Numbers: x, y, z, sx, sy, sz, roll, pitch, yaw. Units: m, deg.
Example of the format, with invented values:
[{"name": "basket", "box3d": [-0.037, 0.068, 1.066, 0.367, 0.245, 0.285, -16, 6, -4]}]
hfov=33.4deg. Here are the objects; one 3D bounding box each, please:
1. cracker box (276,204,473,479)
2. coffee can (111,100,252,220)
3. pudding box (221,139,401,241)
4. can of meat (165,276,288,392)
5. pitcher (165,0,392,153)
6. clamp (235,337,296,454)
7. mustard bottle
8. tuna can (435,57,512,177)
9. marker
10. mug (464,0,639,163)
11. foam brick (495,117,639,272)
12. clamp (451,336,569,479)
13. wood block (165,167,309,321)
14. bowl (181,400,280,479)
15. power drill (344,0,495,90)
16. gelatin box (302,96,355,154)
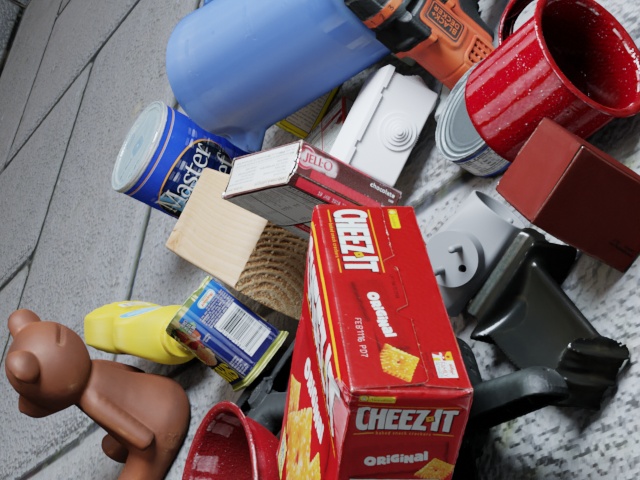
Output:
[{"name": "cracker box", "box3d": [0.021, 0.110, 0.640, 0.164, 0.072, 0.214, -102, 16, -53]}, {"name": "coffee can", "box3d": [-0.130, -0.068, 1.109, 0.103, 0.140, 0.103, -43, 32, 36]}, {"name": "pudding box", "box3d": [-0.009, -0.034, 0.785, 0.114, 0.090, 0.039, -9, 58, 59]}, {"name": "can of meat", "box3d": [-0.082, 0.079, 0.908, 0.057, 0.084, 0.102, -52, 3, -17]}, {"name": "pitcher", "box3d": [-0.025, -0.193, 0.937, 0.243, 0.149, 0.145, -19, 34, 51]}, {"name": "clamp", "box3d": [-0.036, 0.132, 0.854, 0.172, 0.039, 0.120, -52, 9, 30]}, {"name": "mustard bottle", "box3d": [-0.166, 0.092, 1.079, 0.192, 0.096, 0.058, -3, 88, 60]}, {"name": "tuna can", "box3d": [0.124, -0.090, 0.777, 0.086, 0.033, 0.086, -43, 32, 36]}, {"name": "marker", "box3d": [0.112, -0.149, 0.871, 0.020, 0.020, 0.121, -24, 45, 53]}, {"name": "mug", "box3d": [0.144, -0.109, 0.687, 0.082, 0.093, 0.117, -40, 58, 48]}, {"name": "foam brick", "box3d": [0.152, -0.026, 0.616, 0.053, 0.078, 0.051, -56, 28, 14]}, {"name": "clamp", "box3d": [0.079, 0.126, 0.636, 0.210, 0.036, 0.164, -139, 58, -72]}, {"name": "wood block", "box3d": [-0.056, 0.002, 0.964, 0.091, 0.090, 0.206, -64, 25, -2]}, {"name": "bowl", "box3d": [-0.056, 0.203, 0.791, 0.162, 0.055, 0.162, -37, 48, 56]}, {"name": "power drill", "box3d": [0.089, -0.230, 0.825, 0.057, 0.184, 0.187, -9, 49, 59]}, {"name": "gelatin box", "box3d": [0.013, -0.078, 0.979, 0.073, 0.030, 0.089, -46, 31, 35]}]
